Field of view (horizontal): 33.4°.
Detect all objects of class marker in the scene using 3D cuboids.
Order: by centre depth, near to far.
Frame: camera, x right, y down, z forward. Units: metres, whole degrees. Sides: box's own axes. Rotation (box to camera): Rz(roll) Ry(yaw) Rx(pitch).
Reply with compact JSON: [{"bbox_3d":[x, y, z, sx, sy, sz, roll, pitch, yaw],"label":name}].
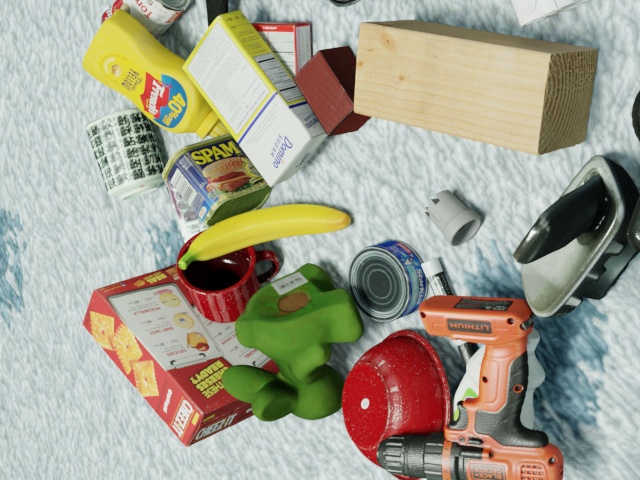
[{"bbox_3d":[0.137,0.077,1.110,0.020,0.020,0.121,-27,83,42],"label":"marker"}]

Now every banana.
[{"bbox_3d":[-0.064,-0.009,1.207,0.069,0.198,0.037,-103,-5,-52],"label":"banana"}]

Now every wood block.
[{"bbox_3d":[0.140,-0.148,0.999,0.206,0.090,0.090,18,113,37],"label":"wood block"}]

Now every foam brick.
[{"bbox_3d":[0.019,-0.158,1.129,0.051,0.052,0.078,-42,73,40],"label":"foam brick"}]

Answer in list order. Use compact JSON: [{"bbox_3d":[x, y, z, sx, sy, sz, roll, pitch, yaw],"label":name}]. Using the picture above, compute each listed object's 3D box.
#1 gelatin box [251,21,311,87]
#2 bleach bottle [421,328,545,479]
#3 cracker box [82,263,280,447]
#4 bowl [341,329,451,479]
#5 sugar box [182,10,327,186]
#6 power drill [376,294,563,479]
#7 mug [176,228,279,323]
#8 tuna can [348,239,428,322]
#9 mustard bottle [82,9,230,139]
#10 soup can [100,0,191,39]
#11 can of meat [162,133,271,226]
[{"bbox_3d":[-0.045,-0.198,1.190,0.073,0.030,0.089,11,111,39],"label":"gelatin box"},{"bbox_3d":[0.173,0.201,1.084,0.103,0.067,0.251,32,119,31],"label":"bleach bottle"},{"bbox_3d":[-0.157,0.129,1.286,0.214,0.163,0.072,45,129,24],"label":"cracker box"},{"bbox_3d":[0.069,0.175,1.134,0.162,0.055,0.162,-11,78,59],"label":"bowl"},{"bbox_3d":[-0.071,-0.156,1.175,0.176,0.048,0.093,52,133,9],"label":"sugar box"},{"bbox_3d":[0.137,0.148,1.021,0.185,0.057,0.188,0,105,21],"label":"power drill"},{"bbox_3d":[-0.105,0.041,1.262,0.081,0.117,0.093,80,170,-56],"label":"mug"},{"bbox_3d":[0.071,0.044,1.149,0.086,0.033,0.086,12,109,39],"label":"tuna can"},{"bbox_3d":[-0.187,-0.182,1.269,0.191,0.058,0.096,38,136,-6],"label":"mustard bottle"},{"bbox_3d":[-0.211,-0.279,1.291,0.102,0.068,0.068,-32,80,41],"label":"soup can"},{"bbox_3d":[-0.118,-0.069,1.242,0.084,0.101,0.058,50,133,17],"label":"can of meat"}]
